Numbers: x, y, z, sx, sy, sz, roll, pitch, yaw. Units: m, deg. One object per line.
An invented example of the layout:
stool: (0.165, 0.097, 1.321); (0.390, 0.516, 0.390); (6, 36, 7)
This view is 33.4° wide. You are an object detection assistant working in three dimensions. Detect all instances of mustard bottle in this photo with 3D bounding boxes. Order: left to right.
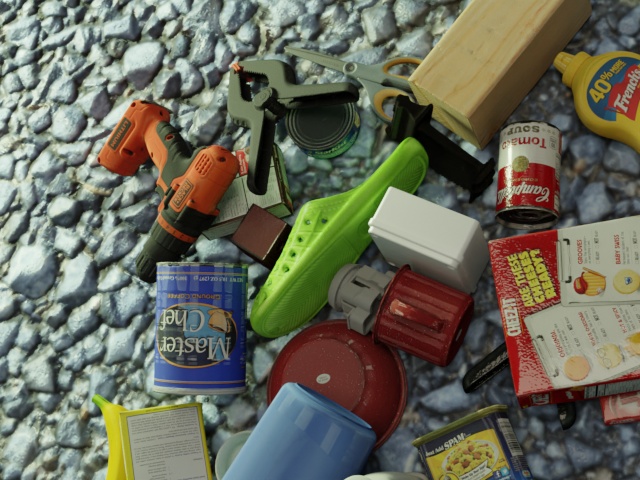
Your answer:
mustard bottle: (0.333, -0.150, 1.147); (0.192, 0.058, 0.096); (37, 85, 25)

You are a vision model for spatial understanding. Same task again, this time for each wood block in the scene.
wood block: (0.203, -0.219, 1.195); (0.090, 0.090, 0.206); (37, 86, 26)

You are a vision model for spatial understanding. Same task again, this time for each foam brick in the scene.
foam brick: (-0.058, 0.001, 1.211); (0.051, 0.078, 0.053); (30, 85, 24)

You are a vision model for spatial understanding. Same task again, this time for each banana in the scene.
banana: (-0.234, 0.271, 1.200); (0.070, 0.037, 0.198); (-10, 67, 33)

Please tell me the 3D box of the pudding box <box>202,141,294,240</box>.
pudding box: (-0.095, -0.060, 1.265); (0.113, 0.039, 0.090); (-18, 66, 14)

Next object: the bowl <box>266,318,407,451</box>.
bowl: (0.010, 0.156, 1.148); (0.162, 0.055, 0.162); (-6, 70, 15)

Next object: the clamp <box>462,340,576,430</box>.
clamp: (0.219, 0.103, 1.109); (0.120, 0.039, 0.171); (11, 73, 16)

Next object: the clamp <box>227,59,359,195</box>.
clamp: (-0.048, -0.163, 1.246); (0.165, 0.036, 0.210); (-39, 43, 10)

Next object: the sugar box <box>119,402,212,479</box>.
sugar box: (-0.162, 0.269, 1.156); (0.093, 0.048, 0.176); (-6, 70, -11)

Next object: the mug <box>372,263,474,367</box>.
mug: (0.107, 0.080, 1.112); (0.082, 0.117, 0.093); (22, 86, 18)

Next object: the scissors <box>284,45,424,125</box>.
scissors: (0.041, -0.186, 1.276); (0.202, 0.016, 0.096); (6, 74, 20)

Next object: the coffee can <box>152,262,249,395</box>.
coffee can: (-0.131, 0.096, 1.170); (0.103, 0.102, 0.140); (0, 87, 18)

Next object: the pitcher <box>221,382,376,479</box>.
pitcher: (-0.040, 0.272, 1.053); (0.145, 0.149, 0.243); (30, 87, 10)

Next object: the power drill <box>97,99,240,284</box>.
power drill: (-0.192, -0.066, 1.263); (0.184, 0.057, 0.188); (-53, 53, 13)

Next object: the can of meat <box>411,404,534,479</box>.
can of meat: (0.155, 0.223, 1.071); (0.102, 0.057, 0.084); (-29, 67, 22)

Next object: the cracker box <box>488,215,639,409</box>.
cracker box: (0.286, 0.066, 1.047); (0.214, 0.072, 0.164); (-11, 66, 10)

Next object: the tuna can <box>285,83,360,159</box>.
tuna can: (0.004, -0.140, 1.263); (0.086, 0.033, 0.086); (-6, 70, 16)

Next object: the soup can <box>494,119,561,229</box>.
soup can: (0.225, -0.070, 1.150); (0.069, 0.068, 0.102); (0, 71, 18)
